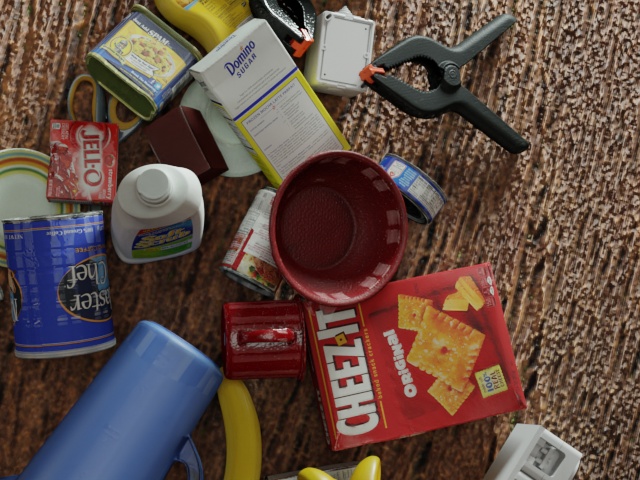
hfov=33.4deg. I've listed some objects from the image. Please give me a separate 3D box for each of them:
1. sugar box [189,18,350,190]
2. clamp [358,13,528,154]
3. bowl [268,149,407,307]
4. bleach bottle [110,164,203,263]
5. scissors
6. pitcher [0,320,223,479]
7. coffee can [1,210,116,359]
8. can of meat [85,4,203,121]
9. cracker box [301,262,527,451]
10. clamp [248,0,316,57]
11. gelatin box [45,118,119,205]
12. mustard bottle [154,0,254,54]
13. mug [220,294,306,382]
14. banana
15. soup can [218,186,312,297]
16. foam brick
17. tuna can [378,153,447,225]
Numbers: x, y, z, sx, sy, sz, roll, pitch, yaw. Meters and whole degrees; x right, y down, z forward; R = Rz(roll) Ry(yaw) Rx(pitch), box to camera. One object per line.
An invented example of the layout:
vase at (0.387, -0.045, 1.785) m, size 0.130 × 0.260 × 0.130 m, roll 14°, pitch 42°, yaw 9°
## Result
sugar box at (-0.053, -0.141, 1.149) m, size 0.093 × 0.048 × 0.176 m, roll -40°, pitch 115°, yaw -11°
clamp at (0.143, -0.190, 1.196) m, size 0.209 × 0.036 × 0.164 m, roll 7°, pitch 77°, yaw -23°
bowl at (0.009, -0.013, 1.115) m, size 0.161 × 0.055 × 0.162 m, roll -1°, pitch 91°, yaw -26°
bleach bottle at (-0.167, -0.030, 1.056) m, size 0.102 × 0.251 × 0.068 m, roll -10°, pitch 82°, yaw -7°
scissors at (-0.228, -0.090, 1.179) m, size 0.096 × 0.016 × 0.202 m, roll -12°, pitch 83°, yaw -7°
pitcher at (-0.197, 0.213, 1.082) m, size 0.149 × 0.145 × 0.242 m, roll 43°, pitch 74°, yaw -35°
coffee can at (-0.268, 0.044, 1.098) m, size 0.102 × 0.103 × 0.140 m, roll -5°, pitch 94°, yaw -6°
can of meat at (-0.193, -0.193, 1.166) m, size 0.102 × 0.057 × 0.083 m, roll 38°, pitch 65°, yaw 1°
cracker box at (0.096, 0.124, 1.148) m, size 0.213 × 0.072 × 0.164 m, roll -11°, pitch 82°, yaw -6°
clamp at (-0.062, -0.278, 1.169) m, size 0.120 × 0.039 × 0.171 m, roll -4°, pitch 58°, yaw -31°
gelatin box at (-0.255, -0.084, 1.149) m, size 0.073 × 0.030 × 0.089 m, roll 3°, pitch 82°, yaw -9°
mustard bottle at (-0.128, -0.267, 1.190) m, size 0.191 × 0.058 × 0.096 m, roll 43°, pitch 61°, yaw 2°
mug at (-0.060, 0.103, 1.111) m, size 0.081 × 0.117 × 0.093 m, roll -2°, pitch 85°, yaw -9°
banana at (-0.096, 0.235, 1.131) m, size 0.069 × 0.037 × 0.198 m, roll 12°, pitch 80°, yaw -3°
soup can at (-0.058, 0.001, 1.154) m, size 0.068 × 0.068 × 0.102 m, roll 27°, pitch 80°, yaw -1°
foam brick at (-0.146, -0.099, 1.162) m, size 0.053 × 0.051 × 0.078 m, roll -28°, pitch 85°, yaw 17°
tuna can at (0.095, -0.055, 1.168) m, size 0.086 × 0.086 × 0.033 m, roll 38°, pitch 81°, yaw 1°
